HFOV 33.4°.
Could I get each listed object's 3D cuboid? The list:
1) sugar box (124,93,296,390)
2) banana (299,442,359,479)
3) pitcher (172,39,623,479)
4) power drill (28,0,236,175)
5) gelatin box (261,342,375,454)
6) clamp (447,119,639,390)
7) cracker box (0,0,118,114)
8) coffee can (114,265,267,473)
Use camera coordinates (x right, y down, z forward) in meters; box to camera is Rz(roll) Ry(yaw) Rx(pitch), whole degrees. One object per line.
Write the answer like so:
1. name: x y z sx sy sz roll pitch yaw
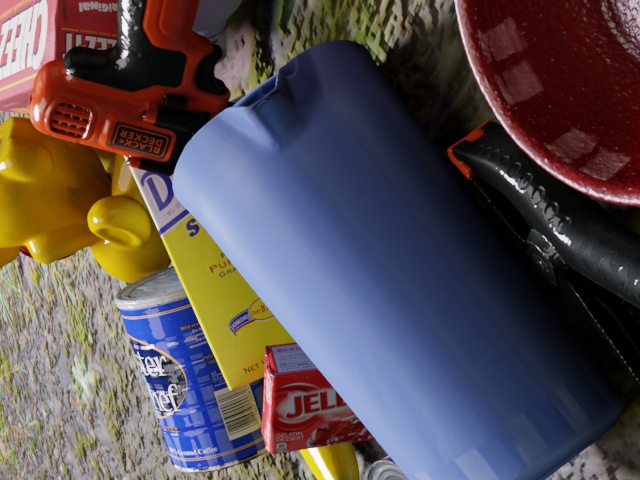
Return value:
1. sugar box: -0.055 0.001 0.715 0.048 0.093 0.176 147 98 -86
2. banana: -0.012 0.103 0.772 0.198 0.037 0.070 65 157 13
3. pitcher: 0.043 0.026 0.569 0.243 0.148 0.145 53 132 16
4. power drill: -0.061 -0.117 0.620 0.057 0.184 0.188 -104 33 -51
5. gelatin box: 0.007 0.099 0.691 0.030 0.089 0.073 -111 20 -50
6. clamp: 0.121 0.010 0.492 0.172 0.039 0.120 54 170 45
7. cracker box: -0.181 -0.202 0.736 0.164 0.072 0.214 -1 86 57
8. coffee can: -0.088 0.092 0.822 0.103 0.102 0.140 1 111 57
